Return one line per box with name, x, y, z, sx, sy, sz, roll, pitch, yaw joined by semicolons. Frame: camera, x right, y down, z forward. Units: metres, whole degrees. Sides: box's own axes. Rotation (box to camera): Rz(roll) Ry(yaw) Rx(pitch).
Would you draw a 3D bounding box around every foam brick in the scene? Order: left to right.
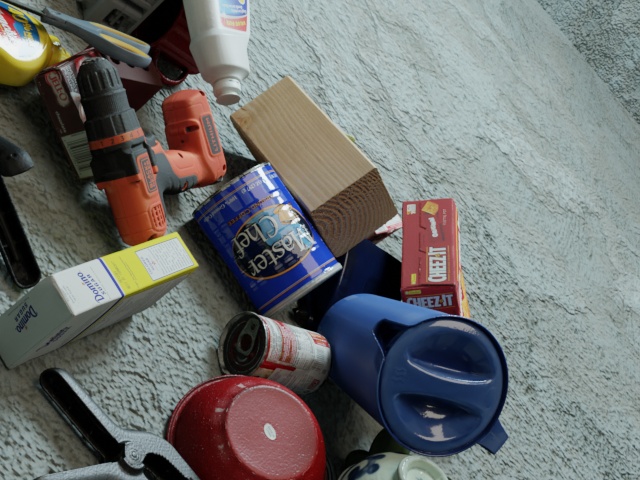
foam brick;-0.221;-0.177;1.155;0.078;0.051;0.053;2;56;-55

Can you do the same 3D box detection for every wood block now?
wood block;-0.010;-0.088;1.238;0.206;0.091;0.090;50;-6;41

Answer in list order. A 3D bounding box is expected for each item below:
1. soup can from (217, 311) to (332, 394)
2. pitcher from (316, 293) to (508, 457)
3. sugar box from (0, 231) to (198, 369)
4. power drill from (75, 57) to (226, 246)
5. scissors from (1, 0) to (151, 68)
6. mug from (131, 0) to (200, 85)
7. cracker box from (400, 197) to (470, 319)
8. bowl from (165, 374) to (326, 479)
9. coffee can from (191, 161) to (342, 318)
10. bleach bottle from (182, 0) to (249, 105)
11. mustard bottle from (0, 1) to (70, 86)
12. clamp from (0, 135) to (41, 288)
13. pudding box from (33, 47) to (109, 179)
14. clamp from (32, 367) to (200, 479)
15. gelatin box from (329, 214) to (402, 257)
soup can;-0.044;0.116;1.083;0.102;0.069;0.068;22;42;-45
pitcher;0.086;0.131;1.089;0.144;0.243;0.149;-4;97;-17
sugar box;-0.191;0.047;0.915;0.048;0.093;0.176;57;29;8
power drill;-0.170;-0.102;1.076;0.187;0.057;0.184;-39;118;-63
scissors;-0.248;-0.208;1.036;0.201;0.016;0.096;12;20;-41
mug;-0.169;-0.241;1.277;0.081;0.093;0.117;31;67;-43
cracker box;0.144;0.081;1.292;0.164;0.072;0.213;-84;165;-50
bowl;-0.054;0.183;0.960;0.162;0.055;0.162;17;50;-21
coffee can;-0.058;0.001;1.151;0.140;0.103;0.102;55;29;3
bleach bottle;-0.116;-0.270;1.219;0.102;0.068;0.251;22;55;-58
mustard bottle;-0.320;-0.195;1.022;0.191;0.058;0.096;11;43;-52
clamp;-0.285;-0.079;0.887;0.036;0.165;0.210;-23;68;-28
pudding box;-0.230;-0.129;1.067;0.090;0.039;0.113;-53;129;-60
clamp;-0.168;0.173;0.874;0.171;0.039;0.120;30;41;-40
gelatin box;0.057;-0.006;1.359;0.030;0.073;0.089;60;29;8
